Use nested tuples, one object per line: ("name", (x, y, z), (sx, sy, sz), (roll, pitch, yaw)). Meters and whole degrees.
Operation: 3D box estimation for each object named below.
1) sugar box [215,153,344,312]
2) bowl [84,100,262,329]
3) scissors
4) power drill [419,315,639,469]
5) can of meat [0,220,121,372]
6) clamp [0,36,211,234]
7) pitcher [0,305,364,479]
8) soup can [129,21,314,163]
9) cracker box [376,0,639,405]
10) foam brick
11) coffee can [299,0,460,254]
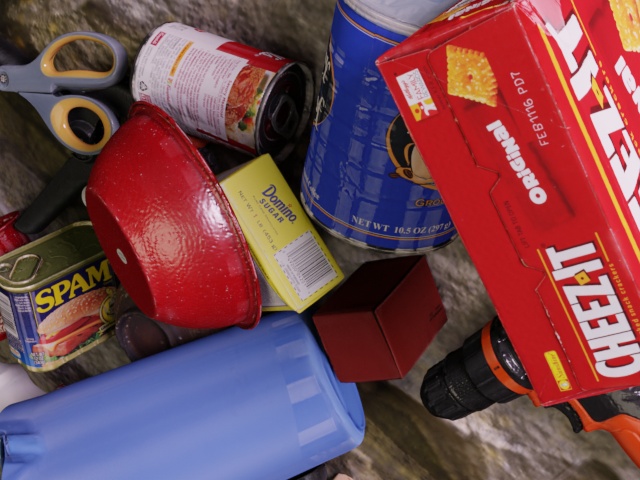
("sugar box", (-0.055, 0.001, 0.714), (0.093, 0.048, 0.176), (59, 162, -9))
("bowl", (-0.102, -0.004, 0.670), (0.162, 0.055, 0.162), (49, 156, 30))
("scissors", (-0.219, -0.101, 0.784), (0.202, 0.016, 0.096), (-7, 100, 30))
("power drill", (0.167, 0.121, 0.656), (0.185, 0.057, 0.188), (-38, 83, 39))
("can of meat", (-0.206, 0.045, 0.852), (0.058, 0.101, 0.084), (26, 132, 39))
("clamp", (-0.175, -0.087, 0.797), (0.210, 0.036, 0.164), (-3, 112, 33))
("pitcher", (-0.093, 0.141, 0.767), (0.243, 0.149, 0.145), (-22, 101, 7))
("soup can", (-0.064, -0.097, 0.696), (0.102, 0.068, 0.068), (22, 126, 23))
("cracker box", (0.129, -0.053, 0.493), (0.072, 0.213, 0.164), (-19, 104, 36))
("foam brick", (0.041, 0.052, 0.706), (0.051, 0.078, 0.053), (-9, 111, 36))
("coffee can", (0.049, -0.078, 0.607), (0.103, 0.102, 0.140), (26, 128, 19))
